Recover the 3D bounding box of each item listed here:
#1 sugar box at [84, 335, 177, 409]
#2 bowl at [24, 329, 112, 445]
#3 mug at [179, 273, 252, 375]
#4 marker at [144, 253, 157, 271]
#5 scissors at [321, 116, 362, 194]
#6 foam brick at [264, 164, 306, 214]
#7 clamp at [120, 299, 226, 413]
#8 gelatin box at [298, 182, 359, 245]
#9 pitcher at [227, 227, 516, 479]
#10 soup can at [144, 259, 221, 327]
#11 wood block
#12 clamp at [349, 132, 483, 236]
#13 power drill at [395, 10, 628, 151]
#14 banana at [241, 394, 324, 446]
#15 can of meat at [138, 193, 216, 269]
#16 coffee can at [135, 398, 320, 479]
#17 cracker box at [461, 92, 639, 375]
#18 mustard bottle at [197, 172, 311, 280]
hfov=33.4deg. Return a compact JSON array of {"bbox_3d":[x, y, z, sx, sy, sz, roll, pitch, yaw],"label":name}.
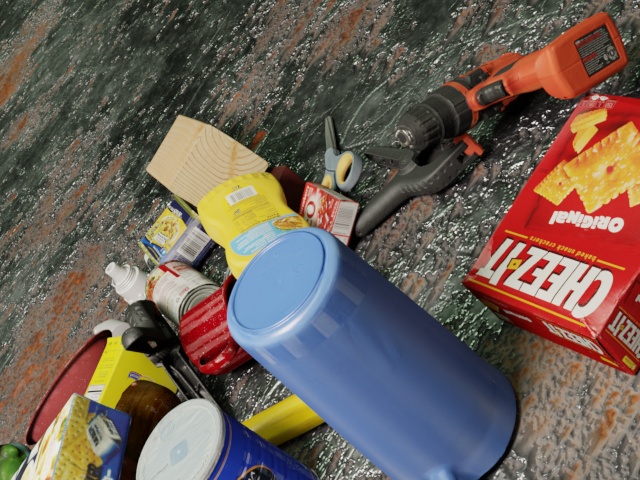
[{"bbox_3d":[-0.224,0.203,1.185,0.048,0.093,0.176,-14,49,42],"label":"sugar box"},{"bbox_3d":[-0.274,0.185,1.252,0.162,0.055,0.162,-56,-7,-10],"label":"bowl"},{"bbox_3d":[-0.100,0.100,1.143,0.082,0.093,0.117,-34,23,29],"label":"mug"},{"bbox_3d":[-0.205,0.048,1.380,0.020,0.020,0.121,-46,34,5],"label":"marker"},{"bbox_3d":[0.023,-0.104,1.250,0.096,0.016,0.201,-47,27,43],"label":"scissors"},{"bbox_3d":[-0.055,-0.041,1.266,0.053,0.051,0.078,-5,54,47],"label":"foam brick"},{"bbox_3d":[-0.165,0.125,1.162,0.036,0.164,0.210,-39,21,-2],"label":"clamp"},{"bbox_3d":[0.001,-0.011,1.162,0.073,0.030,0.089,32,110,55],"label":"gelatin box"},{"bbox_3d":[0.039,0.090,0.860,0.149,0.242,0.145,13,66,52],"label":"pitcher"},{"bbox_3d":[-0.157,0.069,1.261,0.068,0.068,0.102,-54,34,-7],"label":"soup can"},{"bbox_3d":[-0.146,-0.092,1.334,0.091,0.090,0.206,-58,19,-1],"label":"wood block"},{"bbox_3d":[0.098,-0.082,1.143,0.172,0.039,0.120,-28,45,33],"label":"clamp"},{"bbox_3d":[0.180,-0.148,1.013,0.184,0.057,0.188,-34,12,-31],"label":"power drill"},{"bbox_3d":[-0.041,0.176,1.033,0.198,0.069,0.037,-33,69,33],"label":"banana"},{"bbox_3d":[-0.179,-0.002,1.365,0.084,0.057,0.102,-52,33,1],"label":"can of meat"},{"bbox_3d":[-0.080,0.220,0.962,0.103,0.140,0.103,-30,38,27],"label":"coffee can"},{"bbox_3d":[0.239,-0.016,0.889,0.213,0.072,0.164,-55,34,-8],"label":"cracker box"},{"bbox_3d":[-0.057,0.002,1.138,0.096,0.058,0.192,-23,40,-12],"label":"mustard bottle"}]
